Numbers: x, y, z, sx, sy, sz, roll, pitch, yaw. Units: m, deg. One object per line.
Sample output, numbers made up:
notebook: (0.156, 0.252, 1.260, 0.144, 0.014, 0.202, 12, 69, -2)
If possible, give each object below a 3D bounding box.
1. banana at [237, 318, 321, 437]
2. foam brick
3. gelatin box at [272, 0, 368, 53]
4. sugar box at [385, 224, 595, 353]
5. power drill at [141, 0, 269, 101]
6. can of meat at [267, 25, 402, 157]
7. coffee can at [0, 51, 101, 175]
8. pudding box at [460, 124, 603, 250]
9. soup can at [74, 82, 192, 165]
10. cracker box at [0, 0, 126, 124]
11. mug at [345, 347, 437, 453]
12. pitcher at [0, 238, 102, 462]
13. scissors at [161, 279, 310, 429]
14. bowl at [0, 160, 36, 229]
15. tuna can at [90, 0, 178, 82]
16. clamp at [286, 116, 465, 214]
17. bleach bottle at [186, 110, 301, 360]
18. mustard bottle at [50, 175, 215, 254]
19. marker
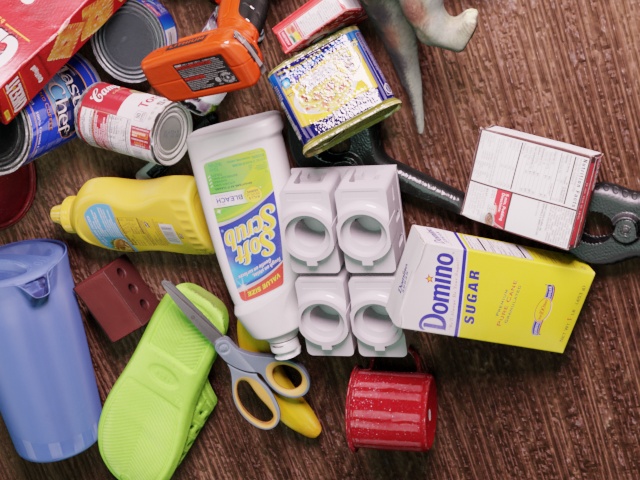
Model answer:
banana: (-0.052, 0.132, 1.171, 0.070, 0.037, 0.198, -5, 110, 23)
foam brick: (-0.228, 0.065, 1.202, 0.051, 0.053, 0.078, -31, 99, 29)
gelatin box: (0.008, -0.204, 0.978, 0.073, 0.089, 0.030, -30, 89, 29)
sugar box: (0.159, 0.047, 1.004, 0.176, 0.048, 0.093, 8, 113, -17)
power drill: (-0.098, -0.215, 0.967, 0.185, 0.187, 0.057, -8, 143, 31)
can of meat: (0.011, -0.138, 0.988, 0.102, 0.057, 0.084, -28, 86, 5)
coffee can: (-0.301, -0.136, 1.096, 0.103, 0.140, 0.103, 8, 114, 18)
pudding box: (0.193, -0.050, 0.980, 0.114, 0.039, 0.090, 19, 106, 26)
soup can: (-0.190, -0.119, 1.091, 0.102, 0.068, 0.068, 17, 117, 27)
cracker box: (-0.291, -0.242, 1.008, 0.164, 0.213, 0.072, 36, 160, 8)
mug: (0.077, 0.166, 1.115, 0.081, 0.093, 0.117, 1, 75, 15)
pitcher: (-0.334, 0.126, 1.235, 0.145, 0.149, 0.243, -7, 112, 8)
scissors: (-0.082, 0.111, 1.139, 0.096, 0.016, 0.201, -24, 106, 7)
bowl: (-0.406, -0.078, 1.210, 0.162, 0.055, 0.162, 8, 114, 18)
tuna can: (-0.188, -0.206, 1.084, 0.086, 0.033, 0.086, 8, 114, 18)
clamp: (0.026, -0.067, 1.058, 0.165, 0.036, 0.210, -37, 99, 29)
bleach bottle: (-0.057, 0.001, 1.090, 0.102, 0.068, 0.251, -12, 105, 9)
mustard bottle: (-0.205, -0.027, 1.145, 0.192, 0.058, 0.096, 1, 143, 22)
marker: (-0.150, -0.097, 1.123, 0.121, 0.020, 0.020, -36, 96, 29)
